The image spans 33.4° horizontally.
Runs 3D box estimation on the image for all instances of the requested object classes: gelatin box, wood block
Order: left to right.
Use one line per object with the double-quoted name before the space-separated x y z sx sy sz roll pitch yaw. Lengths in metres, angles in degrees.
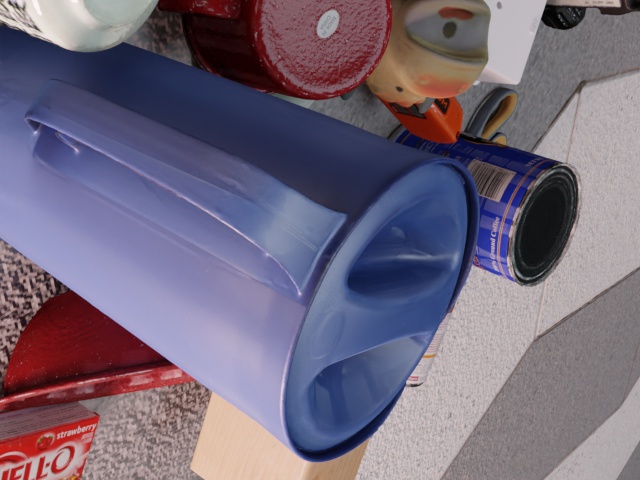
"gelatin box" -0.180 0.138 0.638 0.089 0.030 0.073 -5 117 -58
"wood block" -0.005 0.080 0.725 0.090 0.091 0.206 -17 130 -54

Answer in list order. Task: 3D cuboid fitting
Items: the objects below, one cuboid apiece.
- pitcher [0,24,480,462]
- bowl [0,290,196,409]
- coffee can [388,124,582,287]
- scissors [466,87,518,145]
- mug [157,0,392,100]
"pitcher" -0.065 -0.020 0.472 0.144 0.243 0.149 -32 138 -44
"bowl" -0.107 0.055 0.605 0.161 0.162 0.055 5 72 -60
"coffee can" 0.125 -0.033 0.867 0.102 0.140 0.103 -26 127 -41
"scissors" 0.127 -0.061 0.994 0.201 0.016 0.096 -50 149 -23
"mug" -0.026 -0.118 0.550 0.117 0.082 0.093 5 101 -29
